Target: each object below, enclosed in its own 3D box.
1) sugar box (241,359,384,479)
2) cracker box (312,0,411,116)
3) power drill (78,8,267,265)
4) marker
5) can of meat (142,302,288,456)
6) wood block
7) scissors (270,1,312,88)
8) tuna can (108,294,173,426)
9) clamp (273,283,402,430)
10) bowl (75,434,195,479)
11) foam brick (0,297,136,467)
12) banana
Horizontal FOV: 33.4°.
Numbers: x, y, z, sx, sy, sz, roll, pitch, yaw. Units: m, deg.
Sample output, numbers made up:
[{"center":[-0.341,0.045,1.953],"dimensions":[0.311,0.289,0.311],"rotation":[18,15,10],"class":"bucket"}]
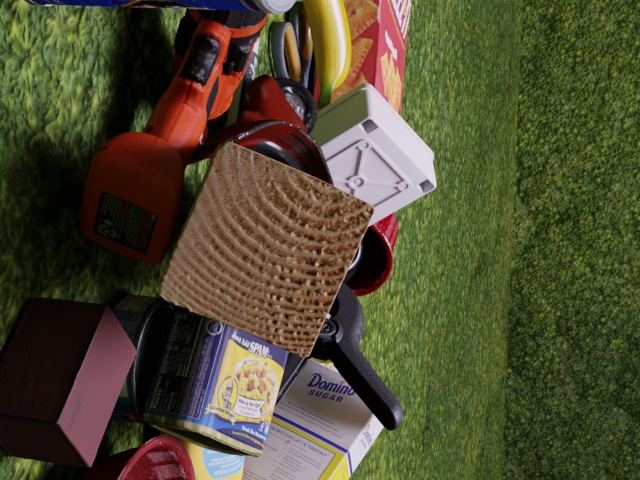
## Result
[{"center":[-0.027,0.183,0.872],"dimensions":[0.176,0.093,0.048],"rotation":[-49,149,-33],"class":"sugar box"},{"center":[0.046,-0.182,1.093],"dimensions":[0.164,0.072,0.213],"rotation":[50,45,-72],"class":"cracker box"},{"center":[-0.080,-0.092,0.653],"dimensions":[0.185,0.057,0.187],"rotation":[117,-4,-56],"class":"power drill"},{"center":[-0.062,-0.134,0.863],"dimensions":[0.020,0.020,0.121],"rotation":[36,61,-71],"class":"marker"},{"center":[-0.067,0.093,0.709],"dimensions":[0.102,0.058,0.084],"rotation":[41,59,-56],"class":"can of meat"},{"center":[-0.039,-0.003,0.655],"dimensions":[0.206,0.090,0.091],"rotation":[-140,-107,-82],"class":"wood block"},{"center":[-0.015,-0.144,1.026],"dimensions":[0.201,0.016,0.096],"rotation":[72,29,-54],"class":"scissors"},{"center":[-0.120,0.079,0.712],"dimensions":[0.086,0.034,0.086],"rotation":[6,90,-74],"class":"tuna can"},{"center":[0.010,0.088,0.889],"dimensions":[0.039,0.120,0.171],"rotation":[118,-17,-46],"class":"clamp"},{"center":[-0.132,0.199,0.670],"dimensions":[0.162,0.055,0.162],"rotation":[6,90,-74],"class":"bowl"},{"center":[-0.145,0.078,0.594],"dimensions":[0.053,0.051,0.078],"rotation":[74,27,-49],"class":"foam brick"},{"center":[-0.004,-0.220,0.953],"dimensions":[0.069,0.037,0.198],"rotation":[-68,145,-60],"class":"banana"}]
